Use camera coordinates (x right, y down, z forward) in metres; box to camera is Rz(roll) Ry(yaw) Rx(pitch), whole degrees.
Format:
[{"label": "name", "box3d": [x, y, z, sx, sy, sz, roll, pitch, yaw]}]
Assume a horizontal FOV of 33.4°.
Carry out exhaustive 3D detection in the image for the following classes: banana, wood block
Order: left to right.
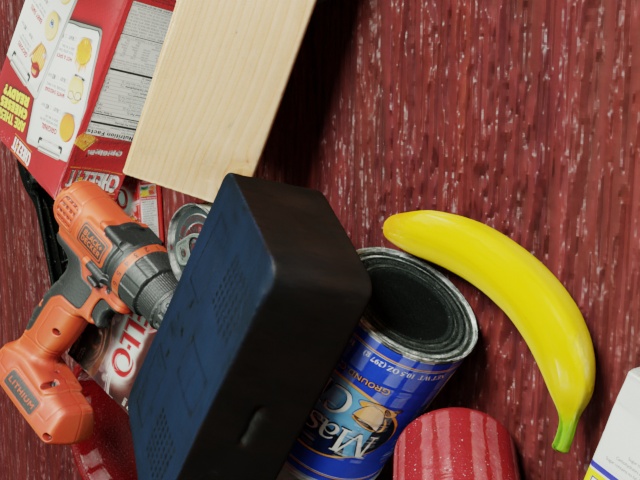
[{"label": "wood block", "box3d": [-0.064, -0.140, 0.762, 0.090, 0.090, 0.206, -96, 26, -69]}, {"label": "banana", "box3d": [0.112, 0.036, 0.671, 0.070, 0.037, 0.198, -43, 57, 12]}]

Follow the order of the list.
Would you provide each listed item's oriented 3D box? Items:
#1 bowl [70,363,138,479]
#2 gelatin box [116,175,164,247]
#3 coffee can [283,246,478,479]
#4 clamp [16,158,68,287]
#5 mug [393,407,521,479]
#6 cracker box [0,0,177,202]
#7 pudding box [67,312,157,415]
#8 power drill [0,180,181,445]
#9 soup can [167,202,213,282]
[{"label": "bowl", "box3d": [-0.175, 0.178, 1.002, 0.162, 0.055, 0.162, 10, 104, 46]}, {"label": "gelatin box", "box3d": [-0.184, -0.029, 0.996, 0.089, 0.030, 0.073, 6, 101, 46]}, {"label": "coffee can", "box3d": [0.029, 0.089, 0.732, 0.103, 0.102, 0.140, 52, 130, 28]}, {"label": "clamp", "box3d": [-0.277, -0.053, 1.080, 0.210, 0.036, 0.165, 57, 144, 35]}, {"label": "mug", "box3d": [0.095, 0.168, 0.680, 0.117, 0.081, 0.093, 41, 115, -18]}, {"label": "cracker box", "box3d": [-0.204, -0.161, 0.936, 0.164, 0.071, 0.214, 41, 114, 42]}, {"label": "pudding box", "box3d": [-0.154, 0.076, 0.897, 0.090, 0.039, 0.114, 39, 114, 27]}, {"label": "power drill", "box3d": [-0.179, 0.072, 0.857, 0.185, 0.057, 0.188, 44, 112, 31]}, {"label": "soup can", "box3d": [-0.055, 0.001, 0.809, 0.069, 0.102, 0.068, 10, 104, 46]}]
